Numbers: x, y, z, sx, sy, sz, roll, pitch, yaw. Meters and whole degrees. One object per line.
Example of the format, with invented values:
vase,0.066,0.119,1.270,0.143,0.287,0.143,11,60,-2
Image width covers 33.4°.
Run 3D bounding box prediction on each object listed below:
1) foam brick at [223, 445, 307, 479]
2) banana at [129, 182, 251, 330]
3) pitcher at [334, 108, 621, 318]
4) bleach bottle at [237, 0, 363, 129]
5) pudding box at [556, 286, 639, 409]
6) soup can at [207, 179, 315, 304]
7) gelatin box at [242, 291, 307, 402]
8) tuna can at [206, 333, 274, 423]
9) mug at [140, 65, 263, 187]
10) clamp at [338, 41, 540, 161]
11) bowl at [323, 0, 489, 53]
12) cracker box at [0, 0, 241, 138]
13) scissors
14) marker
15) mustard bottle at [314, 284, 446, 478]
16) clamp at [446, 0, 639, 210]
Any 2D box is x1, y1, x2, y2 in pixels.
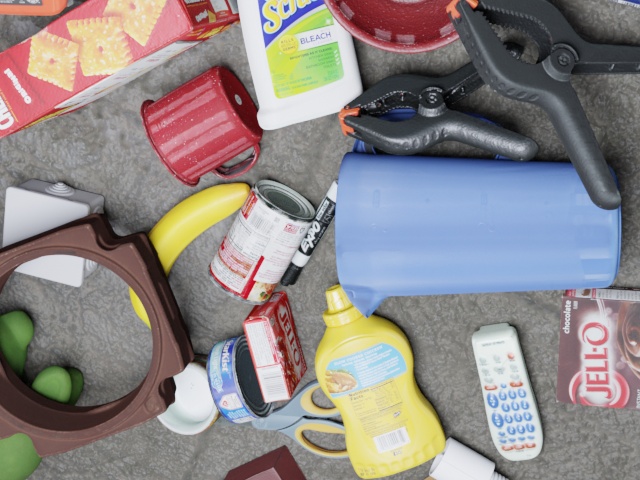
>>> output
foam brick,-0.060,0.260,1.119,0.078,0.051,0.053,-27,99,20
banana,-0.142,0.010,1.068,0.069,0.037,0.198,28,114,-12
pitcher,0.136,-0.024,0.945,0.243,0.145,0.149,0,126,10
bleach bottle,-0.037,-0.232,0.941,0.102,0.068,0.251,-16,102,-2
pudding box,0.267,0.099,0.991,0.090,0.039,0.113,3,108,14
soup can,-0.057,0.001,1.025,0.068,0.068,0.102,31,112,2
gelatin box,-0.044,0.104,1.052,0.030,0.073,0.089,-10,104,16
tuna can,-0.079,0.139,1.066,0.034,0.086,0.086,-17,103,20
mug,-0.101,-0.102,0.998,0.082,0.093,0.117,-28,130,16
clamp,0.104,-0.122,0.927,0.171,0.120,0.039,3,145,9
bowl,0.076,-0.244,0.911,0.162,0.055,0.162,2,110,4
cracker box,-0.187,-0.176,0.947,0.214,0.164,0.072,-24,99,19
scissors,-0.050,0.171,1.107,0.202,0.016,0.096,15,109,9
marker,-0.007,-0.004,1.037,0.020,0.020,0.121,32,112,2
mustard bottle,0.048,0.133,1.046,0.096,0.058,0.191,-20,102,8
clamp,0.192,-0.131,0.874,0.210,0.036,0.164,27,69,-7
